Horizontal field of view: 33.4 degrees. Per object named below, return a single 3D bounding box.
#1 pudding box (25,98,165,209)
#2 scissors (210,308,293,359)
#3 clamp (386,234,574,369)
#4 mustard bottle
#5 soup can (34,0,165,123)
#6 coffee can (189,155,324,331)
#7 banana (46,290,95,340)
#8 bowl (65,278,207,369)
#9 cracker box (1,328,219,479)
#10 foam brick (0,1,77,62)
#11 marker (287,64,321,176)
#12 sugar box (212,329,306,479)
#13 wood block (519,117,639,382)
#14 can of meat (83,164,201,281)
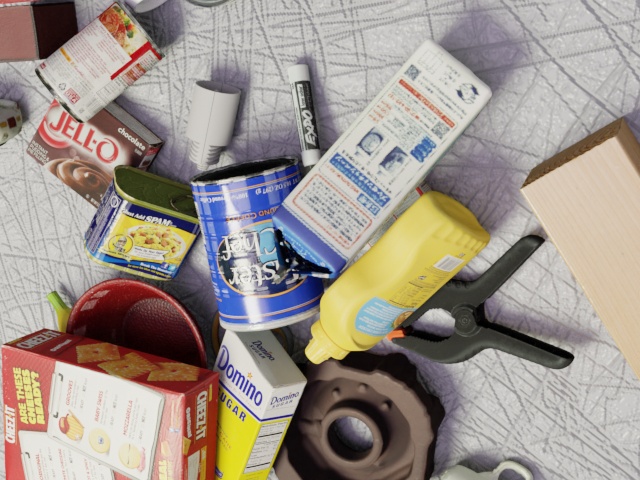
[{"bbox_3d":[-0.222,-0.093,1.050,0.113,0.039,0.090,37,112,5],"label":"pudding box"},{"bbox_3d":[-0.063,0.159,1.078,0.096,0.016,0.202,-5,103,23],"label":"scissors"},{"bbox_3d":[0.144,0.077,0.968,0.172,0.039,0.120,-24,80,29],"label":"clamp"},{"bbox_3d":[0.057,0.042,0.940,0.192,0.096,0.058,-45,61,18],"label":"mustard bottle"},{"bbox_3d":[-0.204,-0.165,0.988,0.102,0.068,0.068,-40,90,0],"label":"soup can"},{"bbox_3d":[-0.056,0.001,0.984,0.103,0.102,0.140,-7,103,21],"label":"coffee can"},{"bbox_3d":[-0.276,0.152,1.143,0.070,0.037,0.198,28,112,29],"label":"banana"},{"bbox_3d":[-0.175,0.108,1.080,0.162,0.055,0.162,6,107,21],"label":"bowl"},{"bbox_3d":[-0.205,0.188,1.036,0.214,0.072,0.164,11,107,26],"label":"cracker box"},{"bbox_3d":[-0.273,-0.199,1.017,0.053,0.078,0.051,-1,104,17],"label":"foam brick"},{"bbox_3d":[-0.012,-0.099,0.967,0.020,0.020,0.121,-11,84,21],"label":"marker"},{"bbox_3d":[-0.076,0.172,1.027,0.093,0.048,0.176,49,133,40],"label":"sugar box"},{"bbox_3d":[0.262,0.013,0.884,0.091,0.090,0.206,-31,94,24],"label":"wood block"},{"bbox_3d":[-0.167,-0.014,1.026,0.102,0.057,0.084,18,119,-27],"label":"can of meat"}]
